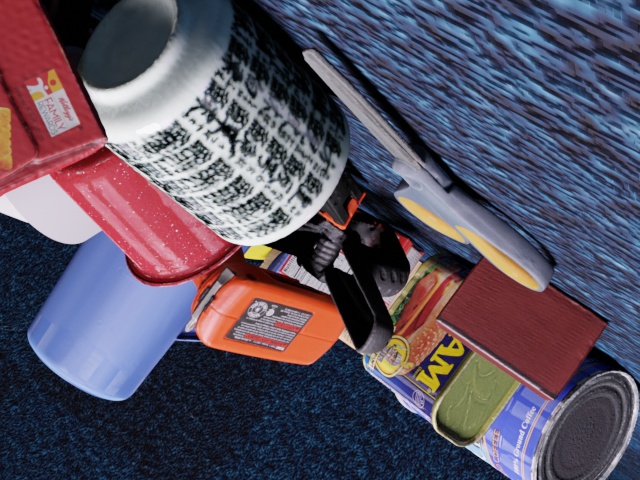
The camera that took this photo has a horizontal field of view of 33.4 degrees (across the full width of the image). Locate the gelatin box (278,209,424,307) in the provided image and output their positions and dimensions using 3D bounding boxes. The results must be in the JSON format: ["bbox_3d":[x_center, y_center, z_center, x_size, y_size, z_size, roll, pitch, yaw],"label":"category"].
[{"bbox_3d":[0.023,0.017,0.804,0.089,0.073,0.030,31,176,40],"label":"gelatin box"}]

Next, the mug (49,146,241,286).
[{"bbox_3d":[-0.086,-0.045,0.549,0.081,0.093,0.117,51,-165,-39],"label":"mug"}]

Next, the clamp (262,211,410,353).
[{"bbox_3d":[0.011,0.011,0.670,0.165,0.036,0.209,38,-164,24],"label":"clamp"}]

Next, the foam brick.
[{"bbox_3d":[0.111,0.047,0.598,0.078,0.051,0.053,34,177,10],"label":"foam brick"}]

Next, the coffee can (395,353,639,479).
[{"bbox_3d":[0.133,0.106,0.747,0.140,0.103,0.102,30,174,46],"label":"coffee can"}]

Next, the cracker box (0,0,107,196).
[{"bbox_3d":[-0.162,-0.106,0.405,0.164,0.072,0.214,66,166,-19],"label":"cracker box"}]

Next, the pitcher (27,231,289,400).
[{"bbox_3d":[-0.135,0.021,0.927,0.149,0.243,0.144,39,-176,42],"label":"pitcher"}]

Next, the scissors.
[{"bbox_3d":[0.037,-0.034,0.486,0.201,0.016,0.096,37,175,-36],"label":"scissors"}]

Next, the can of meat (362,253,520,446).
[{"bbox_3d":[0.087,0.068,0.694,0.057,0.102,0.084,38,177,-41],"label":"can of meat"}]

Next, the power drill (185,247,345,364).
[{"bbox_3d":[-0.055,0.001,0.734,0.184,0.057,0.188,15,-152,-42],"label":"power drill"}]
